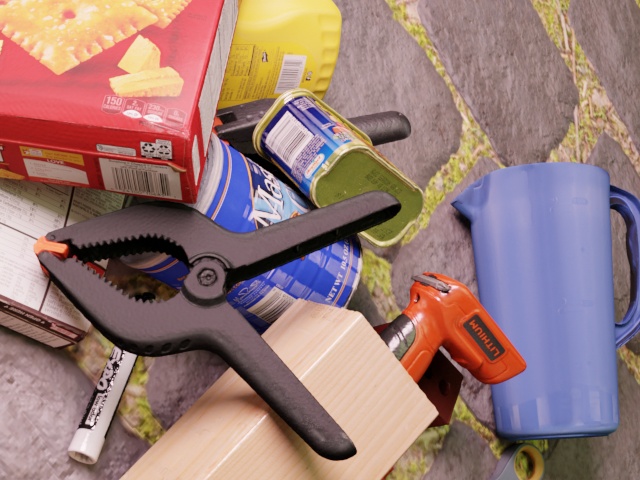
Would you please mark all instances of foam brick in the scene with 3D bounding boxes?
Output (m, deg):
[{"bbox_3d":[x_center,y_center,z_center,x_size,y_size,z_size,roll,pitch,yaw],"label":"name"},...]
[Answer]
[{"bbox_3d":[0.068,0.109,0.860,0.078,0.051,0.053,47,47,-25],"label":"foam brick"}]

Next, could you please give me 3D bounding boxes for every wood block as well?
[{"bbox_3d":[-0.040,0.141,0.650,0.206,0.090,0.090,-45,112,-18],"label":"wood block"}]

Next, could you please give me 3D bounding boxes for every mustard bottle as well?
[{"bbox_3d":[-0.085,-0.130,0.745,0.191,0.096,0.058,-5,46,-27],"label":"mustard bottle"}]

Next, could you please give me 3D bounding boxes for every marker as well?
[{"bbox_3d":[-0.130,0.085,0.684,0.020,0.020,0.121,41,50,-30],"label":"marker"}]

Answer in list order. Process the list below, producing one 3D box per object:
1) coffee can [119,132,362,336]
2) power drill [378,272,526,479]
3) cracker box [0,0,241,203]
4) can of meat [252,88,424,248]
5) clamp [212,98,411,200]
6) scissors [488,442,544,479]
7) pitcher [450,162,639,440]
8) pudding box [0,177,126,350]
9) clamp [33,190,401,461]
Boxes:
[{"bbox_3d":[-0.055,0.001,0.730,0.140,0.103,0.102,33,54,-35],"label":"coffee can"},{"bbox_3d":[0.064,0.131,0.788,0.187,0.057,0.184,-45,114,-13],"label":"power drill"},{"bbox_3d":[-0.136,-0.136,0.641,0.164,0.072,0.213,8,59,1],"label":"cracker box"},{"bbox_3d":[0.014,-0.048,0.737,0.102,0.057,0.084,32,10,-43],"label":"can of meat"},{"bbox_3d":[-0.022,-0.055,0.798,0.171,0.120,0.039,6,32,-33],"label":"clamp"},{"bbox_3d":[0.146,0.205,0.936,0.201,0.016,0.096,33,53,-35],"label":"scissors"},{"bbox_3d":[0.216,0.057,0.973,0.144,0.149,0.243,15,69,-55],"label":"pitcher"},{"bbox_3d":[-0.174,-0.002,0.654,0.089,0.039,0.113,30,54,-35],"label":"pudding box"},{"bbox_3d":[-0.061,0.037,0.610,0.210,0.036,0.164,6,65,-2],"label":"clamp"}]
